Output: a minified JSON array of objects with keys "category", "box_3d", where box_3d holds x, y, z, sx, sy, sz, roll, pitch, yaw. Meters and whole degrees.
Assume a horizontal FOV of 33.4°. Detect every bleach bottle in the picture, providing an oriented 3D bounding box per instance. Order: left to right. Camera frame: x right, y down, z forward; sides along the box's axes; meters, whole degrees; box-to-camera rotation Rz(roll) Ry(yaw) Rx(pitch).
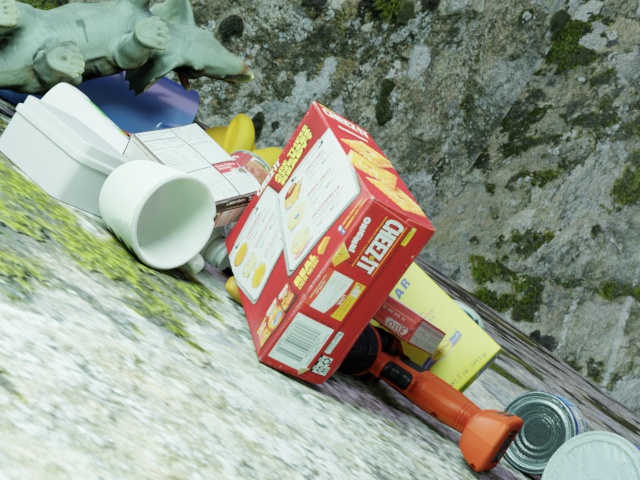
[{"category":"bleach bottle","box_3d":[-0.182,-0.055,1.081,0.251,0.068,0.102,39,-8,16]}]

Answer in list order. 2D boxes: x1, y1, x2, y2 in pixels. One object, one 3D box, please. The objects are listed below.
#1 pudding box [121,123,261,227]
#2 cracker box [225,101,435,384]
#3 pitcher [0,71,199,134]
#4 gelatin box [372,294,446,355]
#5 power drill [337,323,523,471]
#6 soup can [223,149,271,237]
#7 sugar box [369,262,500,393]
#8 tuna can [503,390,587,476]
[{"category":"pudding box","box_3d":[-0.121,-0.061,1.016,0.114,0.039,0.089,42,34,22]},{"category":"cracker box","box_3d":[0.000,-0.003,0.913,0.072,0.164,0.214,27,18,-23]},{"category":"pitcher","box_3d":[-0.286,-0.183,1.337,0.242,0.149,0.145,28,49,-23]},{"category":"gelatin box","box_3d":[0.075,0.076,1.036,0.073,0.030,0.089,34,1,26]},{"category":"power drill","box_3d":[0.088,0.135,0.977,0.188,0.057,0.184,35,5,21]},{"category":"soup can","box_3d":[-0.102,-0.042,1.148,0.069,0.102,0.068,23,-42,23]},{"category":"sugar box","box_3d":[0.095,0.085,1.117,0.176,0.093,0.048,45,-5,18]},{"category":"tuna can","box_3d":[0.226,0.197,1.090,0.086,0.086,0.033,36,7,33]}]
